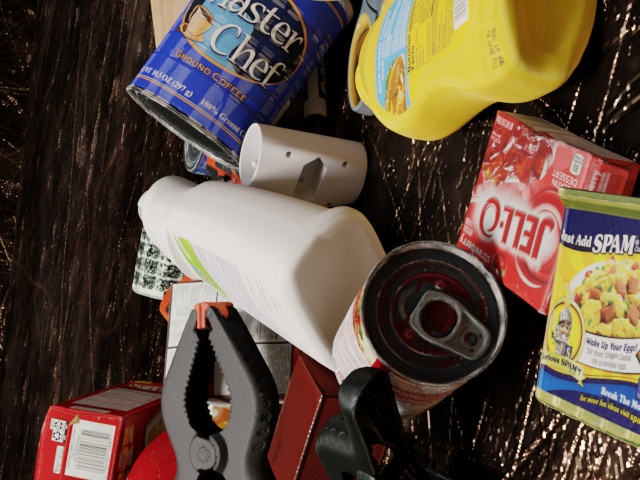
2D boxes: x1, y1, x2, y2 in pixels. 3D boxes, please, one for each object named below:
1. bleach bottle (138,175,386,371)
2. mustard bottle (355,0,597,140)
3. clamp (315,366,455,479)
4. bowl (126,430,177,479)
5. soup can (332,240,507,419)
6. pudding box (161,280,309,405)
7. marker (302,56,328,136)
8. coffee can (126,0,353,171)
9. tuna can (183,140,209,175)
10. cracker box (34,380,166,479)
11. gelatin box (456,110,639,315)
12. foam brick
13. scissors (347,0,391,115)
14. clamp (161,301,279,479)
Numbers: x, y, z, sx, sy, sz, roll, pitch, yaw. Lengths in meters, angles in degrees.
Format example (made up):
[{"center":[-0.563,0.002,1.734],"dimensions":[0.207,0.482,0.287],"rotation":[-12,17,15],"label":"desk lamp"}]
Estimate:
[{"center":[-0.055,0.001,0.699],"dimensions":[0.251,0.068,0.102],"rotation":[24,148,50],"label":"bleach bottle"},{"center":[0.068,-0.105,0.571],"dimensions":[0.192,0.058,0.096],"rotation":[161,117,-65],"label":"mustard bottle"},{"center":[0.046,0.123,0.530],"dimensions":[0.120,0.039,0.171],"rotation":[48,164,9],"label":"clamp"},{"center":[-0.112,0.220,0.826],"dimensions":[0.162,0.055,0.162],"rotation":[166,90,-74],"label":"bowl"},{"center":[0.045,0.048,0.527],"dimensions":[0.102,0.068,0.068],"rotation":[111,161,-70],"label":"soup can"},{"center":[-0.058,0.072,0.770],"dimensions":[0.114,0.039,0.090],"rotation":[-5,72,26],"label":"pudding box"},{"center":[-0.005,-0.119,0.809],"dimensions":[0.020,0.020,0.121],"rotation":[134,140,-55],"label":"marker"},{"center":[-0.057,-0.135,0.765],"dimensions":[0.140,0.102,0.103],"rotation":[-56,21,-6],"label":"coffee can"},{"center":[-0.105,-0.105,1.033],"dimensions":[0.086,0.033,0.086],"rotation":[-172,90,-68],"label":"tuna can"},{"center":[-0.183,0.216,0.934],"dimensions":[0.213,0.072,0.164],"rotation":[14,-95,-82],"label":"cracker box"},{"center":[0.101,-0.014,0.491],"dimensions":[0.089,0.030,0.073],"rotation":[-132,54,-63],"label":"gelatin box"},{"center":[0.006,0.117,0.650],"dimensions":[0.053,0.051,0.078],"rotation":[-124,47,-61],"label":"foam brick"},{"center":[0.045,-0.185,0.716],"dimensions":[0.096,0.016,0.202],"rotation":[168,110,-65],"label":"scissors"},{"center":[-0.058,0.147,0.713],"dimensions":[0.165,0.036,0.210],"rotation":[1,89,35],"label":"clamp"}]
